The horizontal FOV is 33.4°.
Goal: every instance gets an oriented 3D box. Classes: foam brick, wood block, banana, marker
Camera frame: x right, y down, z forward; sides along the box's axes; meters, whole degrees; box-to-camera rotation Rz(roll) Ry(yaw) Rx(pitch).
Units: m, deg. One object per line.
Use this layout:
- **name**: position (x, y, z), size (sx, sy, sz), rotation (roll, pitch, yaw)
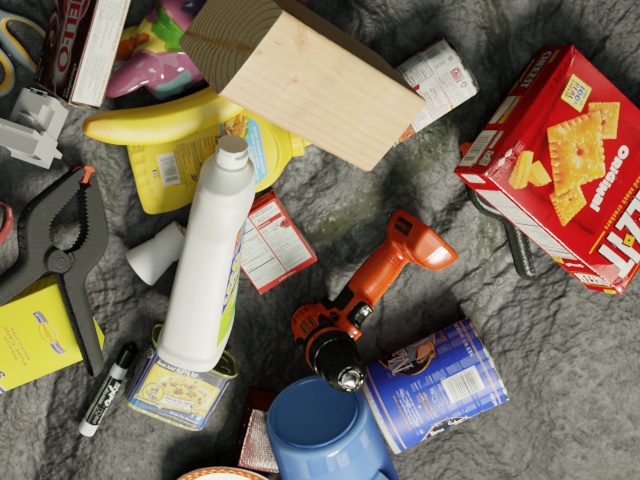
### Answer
- **foam brick**: position (-0.063, 0.214, 1.205), size (0.051, 0.053, 0.078), rotation (11, 109, -12)
- **wood block**: position (-0.012, -0.150, 0.960), size (0.205, 0.091, 0.090), rotation (22, 114, -47)
- **banana**: position (-0.125, -0.129, 1.008), size (0.197, 0.037, 0.069), rotation (-26, 136, -6)
- **marker**: position (-0.233, 0.163, 1.179), size (0.020, 0.020, 0.121), rotation (26, 106, -17)

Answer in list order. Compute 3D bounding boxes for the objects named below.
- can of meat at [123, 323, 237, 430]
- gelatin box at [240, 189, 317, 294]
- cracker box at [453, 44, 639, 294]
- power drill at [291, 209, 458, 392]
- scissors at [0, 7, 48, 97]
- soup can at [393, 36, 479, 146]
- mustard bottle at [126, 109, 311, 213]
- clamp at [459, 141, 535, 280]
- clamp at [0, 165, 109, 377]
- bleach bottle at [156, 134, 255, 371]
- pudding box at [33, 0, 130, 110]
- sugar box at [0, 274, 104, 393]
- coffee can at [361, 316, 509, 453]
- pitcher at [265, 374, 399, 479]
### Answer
- **can of meat**: position (-0.154, 0.152, 1.165), size (0.102, 0.057, 0.084), rotation (25, 109, -16)
- **gelatin box**: position (-0.057, 0.001, 1.132), size (0.073, 0.030, 0.089), rotation (-31, 112, 7)
- **cracker box**: position (0.269, -0.071, 1.103), size (0.213, 0.072, 0.164), rotation (38, 83, -19)
- **power drill**: position (0.053, 0.061, 1.100), size (0.187, 0.184, 0.057), rotation (-46, 111, 0)
- **scissors**: position (-0.340, -0.217, 1.011), size (0.201, 0.016, 0.096), rotation (40, 100, -20)
- **soup can**: position (0.099, -0.150, 1.073), size (0.102, 0.068, 0.068), rotation (-33, 113, 5)
- **mustard bottle**: position (-0.094, -0.091, 1.074), size (0.191, 0.058, 0.096), rotation (-12, 111, -3)
- **clamp**: position (0.221, -0.052, 1.147), size (0.120, 0.039, 0.171), rotation (-42, 113, -6)
- **clamp**: position (-0.259, 0.029, 1.070), size (0.164, 0.036, 0.210), rotation (29, 76, -33)
- **bleach bottle**: position (-0.107, 0.009, 1.050), size (0.068, 0.102, 0.251), rotation (18, 130, 3)
- **pudding box**: position (-0.222, -0.187, 0.992), size (0.039, 0.090, 0.113), rotation (7, 106, -37)
- **sugar box**: position (-0.329, 0.106, 1.127), size (0.176, 0.048, 0.093), rotation (-24, 111, 0)
- **coffee can**: position (0.123, 0.160, 1.182), size (0.140, 0.103, 0.103), rotation (-26, 113, 3)
- **pitcher**: position (0.030, 0.263, 1.152), size (0.149, 0.145, 0.243), rotation (-13, 131, 5)
